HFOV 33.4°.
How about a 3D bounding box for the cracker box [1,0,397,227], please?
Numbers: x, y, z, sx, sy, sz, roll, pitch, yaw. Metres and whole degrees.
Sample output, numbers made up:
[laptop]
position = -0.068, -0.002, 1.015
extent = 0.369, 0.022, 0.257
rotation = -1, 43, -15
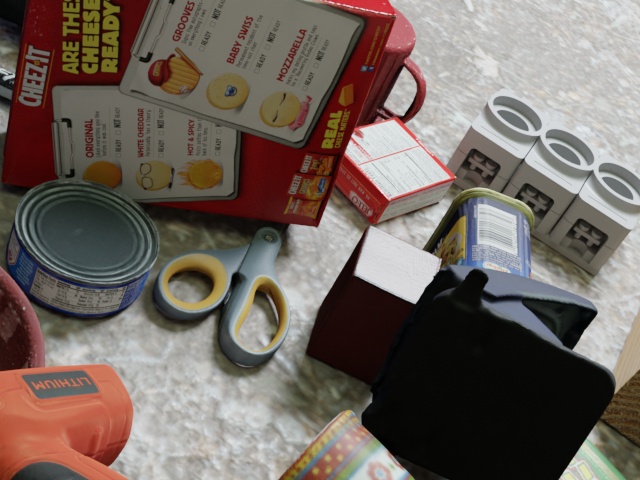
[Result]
[cracker box]
position = -0.081, -0.104, 0.675
extent = 0.213, 0.164, 0.072
rotation = 8, 35, -19

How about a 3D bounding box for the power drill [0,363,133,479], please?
[power drill]
position = -0.053, 0.118, 0.445
extent = 0.188, 0.057, 0.184
rotation = 27, 9, 27

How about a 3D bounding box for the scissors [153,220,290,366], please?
[scissors]
position = -0.055, 0.001, 0.705
extent = 0.096, 0.016, 0.201
rotation = 18, 39, -13

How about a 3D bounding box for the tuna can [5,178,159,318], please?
[tuna can]
position = -0.141, 0.005, 0.633
extent = 0.086, 0.034, 0.086
rotation = 17, 40, -15

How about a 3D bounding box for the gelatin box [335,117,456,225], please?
[gelatin box]
position = 0.049, -0.054, 0.820
extent = 0.089, 0.030, 0.073
rotation = -21, 60, -44

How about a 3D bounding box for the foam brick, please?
[foam brick]
position = 0.033, 0.041, 0.664
extent = 0.051, 0.078, 0.053
rotation = 26, 40, -5

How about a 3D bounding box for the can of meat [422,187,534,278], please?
[can of meat]
position = 0.097, 0.031, 0.696
extent = 0.057, 0.102, 0.084
rotation = 21, 41, -9
